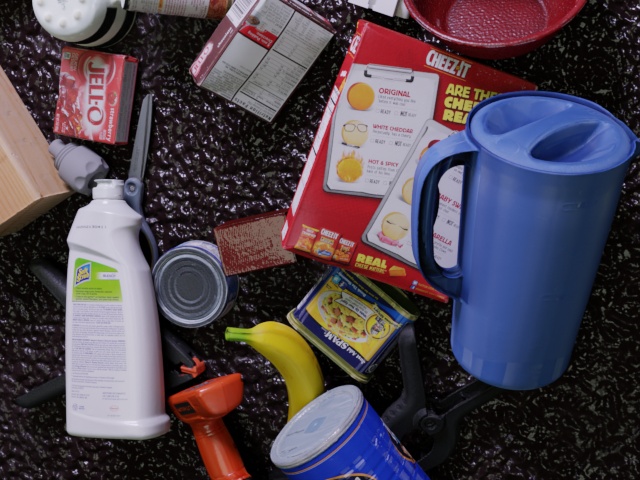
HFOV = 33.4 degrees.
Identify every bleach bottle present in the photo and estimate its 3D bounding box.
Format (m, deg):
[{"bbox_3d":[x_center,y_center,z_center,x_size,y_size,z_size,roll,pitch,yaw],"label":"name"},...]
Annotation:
[{"bbox_3d":[-0.201,0.065,1.055,0.103,0.068,0.251,0,90,16],"label":"bleach bottle"}]

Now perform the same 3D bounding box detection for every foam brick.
[{"bbox_3d":[-0.057,0.001,1.042,0.078,0.053,0.051,-12,96,17],"label":"foam brick"}]

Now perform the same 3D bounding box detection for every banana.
[{"bbox_3d":[-0.029,0.143,1.036,0.070,0.037,0.198,-13,126,10],"label":"banana"}]

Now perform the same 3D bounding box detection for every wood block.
[{"bbox_3d":[-0.352,-0.111,1.083,0.091,0.090,0.206,-31,90,16],"label":"wood block"}]

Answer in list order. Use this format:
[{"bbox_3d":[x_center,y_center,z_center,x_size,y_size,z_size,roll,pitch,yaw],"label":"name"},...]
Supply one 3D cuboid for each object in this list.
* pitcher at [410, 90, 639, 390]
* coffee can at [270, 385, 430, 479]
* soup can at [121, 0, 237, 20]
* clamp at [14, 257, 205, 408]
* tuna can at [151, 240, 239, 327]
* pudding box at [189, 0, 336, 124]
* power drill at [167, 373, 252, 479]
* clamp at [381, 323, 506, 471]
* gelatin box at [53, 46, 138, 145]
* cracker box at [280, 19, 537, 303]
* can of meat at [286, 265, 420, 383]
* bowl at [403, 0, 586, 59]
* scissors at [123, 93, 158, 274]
[{"bbox_3d":[0.166,0.006,0.902,0.149,0.144,0.243,22,129,25],"label":"pitcher"},{"bbox_3d":[0.036,0.219,0.986,0.103,0.102,0.140,-34,104,17],"label":"coffee can"},{"bbox_3d":[-0.131,-0.242,0.991,0.102,0.068,0.068,3,102,-15],"label":"soup can"},{"bbox_3d":[-0.225,0.123,1.116,0.210,0.036,0.165,17,103,11],"label":"clamp"},{"bbox_3d":[-0.128,0.045,1.078,0.086,0.033,0.086,3,100,14],"label":"tuna can"},{"bbox_3d":[-0.054,-0.176,0.994,0.089,0.039,0.114,25,113,-37],"label":"pudding box"},{"bbox_3d":[-0.079,0.227,1.040,0.185,0.057,0.187,-22,87,60],"label":"power drill"},{"bbox_3d":[0.098,0.157,1.021,0.120,0.039,0.172,31,112,-6],"label":"clamp"},{"bbox_3d":[-0.225,-0.145,1.068,0.073,0.030,0.089,12,99,20],"label":"gelatin box"},{"bbox_3d":[0.075,-0.071,0.964,0.164,0.072,0.214,18,104,-10],"label":"cracker box"},{"bbox_3d":[0.034,0.071,1.028,0.102,0.057,0.084,40,105,6],"label":"can of meat"},{"bbox_3d":[0.152,-0.209,0.925,0.162,0.055,0.162,-5,57,7],"label":"bowl"},{"bbox_3d":[-0.208,-0.046,1.094,0.096,0.016,0.202,-1,99,15],"label":"scissors"}]
